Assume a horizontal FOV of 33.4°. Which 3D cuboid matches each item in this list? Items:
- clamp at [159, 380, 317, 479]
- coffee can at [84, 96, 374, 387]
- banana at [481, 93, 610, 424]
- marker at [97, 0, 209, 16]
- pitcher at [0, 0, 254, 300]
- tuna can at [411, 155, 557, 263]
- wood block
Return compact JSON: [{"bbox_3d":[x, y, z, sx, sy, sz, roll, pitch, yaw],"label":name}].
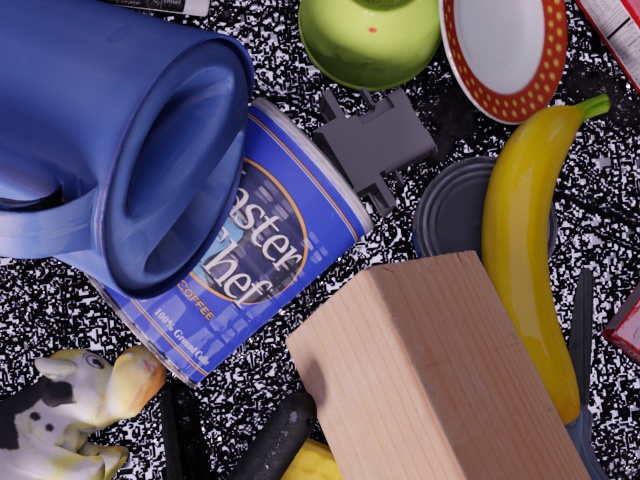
[{"bbox_3d":[-0.069,0.157,0.604,0.039,0.120,0.171,28,76,-36],"label":"clamp"},{"bbox_3d":[-0.054,0.001,0.620,0.140,0.103,0.103,-42,86,-4],"label":"coffee can"},{"bbox_3d":[0.127,0.004,0.618,0.069,0.037,0.198,8,84,2],"label":"banana"},{"bbox_3d":[-0.129,-0.154,0.659,0.121,0.020,0.020,2,84,-19],"label":"marker"},{"bbox_3d":[-0.168,-0.069,0.532,0.243,0.149,0.145,21,78,18],"label":"pitcher"},{"bbox_3d":[0.099,-0.007,0.656,0.086,0.034,0.086,0,84,0],"label":"tuna can"},{"bbox_3d":[0.074,0.119,0.576,0.090,0.090,0.206,-7,64,-39],"label":"wood block"}]
